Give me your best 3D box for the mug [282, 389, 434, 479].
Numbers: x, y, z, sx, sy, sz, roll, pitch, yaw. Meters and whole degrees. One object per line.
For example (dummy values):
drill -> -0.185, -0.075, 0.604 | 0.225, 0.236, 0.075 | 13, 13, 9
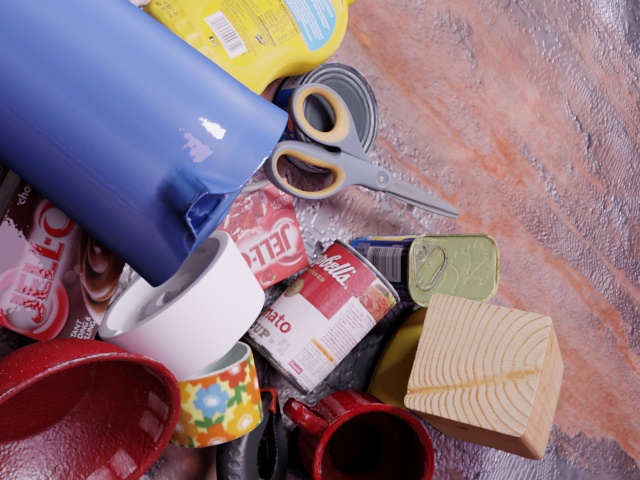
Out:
mug -> 0.020, 0.155, 0.812 | 0.117, 0.081, 0.093 | 32, 87, -14

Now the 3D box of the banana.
banana -> 0.069, 0.127, 0.896 | 0.069, 0.037, 0.197 | 40, 68, -33

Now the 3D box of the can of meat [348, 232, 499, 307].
can of meat -> 0.081, 0.022, 0.871 | 0.101, 0.084, 0.057 | -1, 92, -39

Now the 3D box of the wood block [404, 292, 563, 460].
wood block -> 0.137, 0.115, 0.854 | 0.206, 0.091, 0.090 | 47, 58, -69

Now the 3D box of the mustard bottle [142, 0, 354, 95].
mustard bottle -> -0.036, -0.164, 0.784 | 0.191, 0.058, 0.096 | -36, 93, -33

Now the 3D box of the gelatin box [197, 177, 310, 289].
gelatin box -> -0.055, 0.001, 0.795 | 0.089, 0.030, 0.073 | -25, 107, -36

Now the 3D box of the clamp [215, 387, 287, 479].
clamp -> -0.049, 0.198, 0.788 | 0.120, 0.039, 0.171 | 57, 39, -56

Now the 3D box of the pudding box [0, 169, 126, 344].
pudding box -> -0.175, 0.010, 0.691 | 0.089, 0.039, 0.113 | 30, 72, -35

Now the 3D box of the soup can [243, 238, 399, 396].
soup can -> 0.000, 0.058, 0.801 | 0.102, 0.069, 0.068 | -45, 119, -8

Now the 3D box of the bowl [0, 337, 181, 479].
bowl -> -0.170, 0.113, 0.662 | 0.162, 0.055, 0.162 | -26, 143, -22

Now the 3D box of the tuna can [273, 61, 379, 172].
tuna can -> 0.004, -0.096, 0.837 | 0.085, 0.034, 0.086 | -2, 93, -39

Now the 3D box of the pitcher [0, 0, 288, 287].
pitcher -> -0.150, -0.095, 0.632 | 0.242, 0.149, 0.144 | 38, 52, -13

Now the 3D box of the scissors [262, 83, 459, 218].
scissors -> 0.039, -0.068, 0.833 | 0.201, 0.016, 0.096 | 1, 91, -39
